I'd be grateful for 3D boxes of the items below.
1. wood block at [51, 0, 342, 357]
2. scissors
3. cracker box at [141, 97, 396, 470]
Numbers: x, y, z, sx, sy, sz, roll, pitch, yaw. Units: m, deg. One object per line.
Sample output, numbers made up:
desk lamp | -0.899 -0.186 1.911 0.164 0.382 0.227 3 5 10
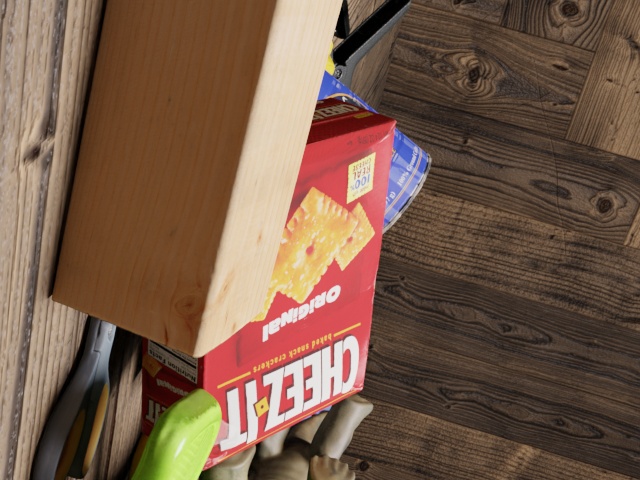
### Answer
wood block | -0.060 -0.059 0.547 0.090 0.091 0.206 -33 140 -66
scissors | -0.136 0.066 0.627 0.096 0.016 0.202 -65 170 -64
cracker box | -0.034 0.025 0.712 0.163 0.072 0.214 -19 123 -43
